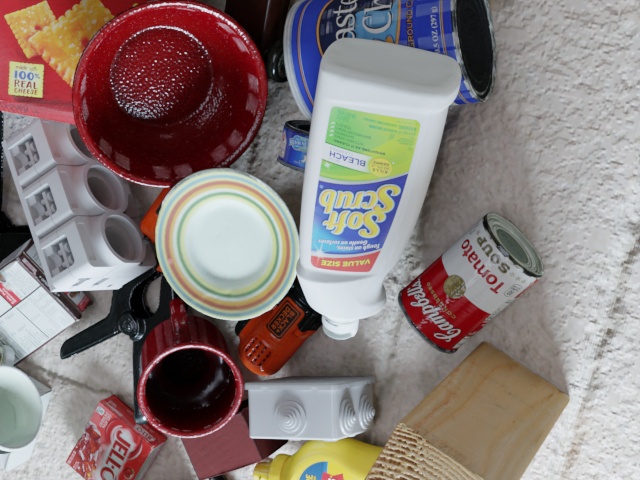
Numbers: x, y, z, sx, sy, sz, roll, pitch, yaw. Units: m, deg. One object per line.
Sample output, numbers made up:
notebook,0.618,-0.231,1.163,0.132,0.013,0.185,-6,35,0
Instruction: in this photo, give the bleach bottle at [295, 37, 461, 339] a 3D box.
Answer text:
bleach bottle,0.036,-0.025,0.818,0.102,0.068,0.251,13,127,9

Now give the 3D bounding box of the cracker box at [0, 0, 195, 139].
cracker box,-0.193,-0.205,0.914,0.164,0.072,0.214,10,109,-17

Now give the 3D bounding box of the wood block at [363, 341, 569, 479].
wood block,0.111,0.162,0.814,0.090,0.205,0.091,33,112,16

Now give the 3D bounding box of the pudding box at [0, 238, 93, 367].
pudding box,-0.297,0.064,1.062,0.114,0.039,0.090,-32,108,31

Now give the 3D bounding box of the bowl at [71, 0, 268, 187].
bowl,-0.128,-0.128,0.889,0.162,0.055,0.162,-8,119,-15

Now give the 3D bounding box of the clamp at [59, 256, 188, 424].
clamp,-0.185,0.080,1.029,0.120,0.039,0.171,26,104,14

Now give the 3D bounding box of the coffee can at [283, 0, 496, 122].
coffee can,0.056,-0.149,0.836,0.140,0.102,0.103,-5,98,25

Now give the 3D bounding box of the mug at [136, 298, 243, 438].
mug,-0.122,0.108,0.963,0.093,0.081,0.117,-12,111,-7

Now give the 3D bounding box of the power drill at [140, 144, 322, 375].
power drill,-0.056,0.001,0.943,0.188,0.057,0.185,44,111,12

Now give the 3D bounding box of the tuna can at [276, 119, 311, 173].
tuna can,0.009,-0.074,0.882,0.086,0.086,0.034,17,105,21

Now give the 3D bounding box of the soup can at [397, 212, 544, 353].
soup can,0.121,0.035,0.862,0.102,0.068,0.068,-45,81,24

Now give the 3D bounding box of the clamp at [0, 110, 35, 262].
clamp,-0.332,-0.021,1.074,0.210,0.036,0.164,-32,95,28

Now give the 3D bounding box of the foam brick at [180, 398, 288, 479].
foam brick,-0.081,0.183,0.993,0.078,0.052,0.051,-23,90,26

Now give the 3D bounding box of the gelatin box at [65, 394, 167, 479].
gelatin box,-0.205,0.210,1.068,0.073,0.030,0.089,38,113,13

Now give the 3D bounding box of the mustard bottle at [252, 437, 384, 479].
mustard bottle,0.028,0.220,0.945,0.192,0.058,0.096,5,118,25
